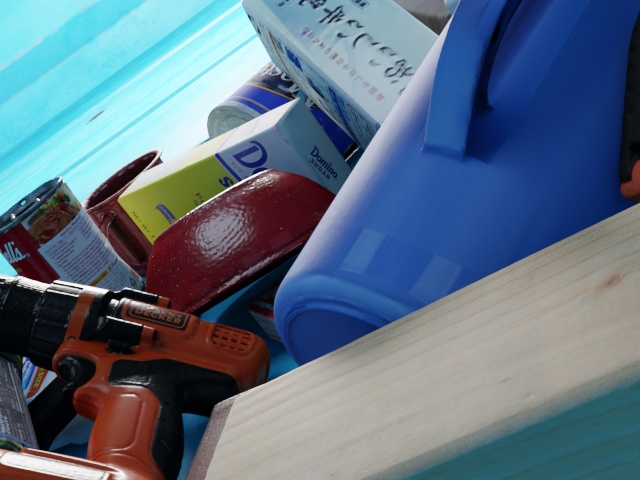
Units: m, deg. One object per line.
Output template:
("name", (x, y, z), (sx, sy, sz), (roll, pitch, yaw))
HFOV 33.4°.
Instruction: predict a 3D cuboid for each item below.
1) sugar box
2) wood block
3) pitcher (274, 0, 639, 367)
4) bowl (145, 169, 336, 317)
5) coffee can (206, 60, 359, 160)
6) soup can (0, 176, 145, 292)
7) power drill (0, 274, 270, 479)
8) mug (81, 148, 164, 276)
("sugar box", (-0.060, -0.031, 0.790), (0.177, 0.093, 0.048), (-19, 26, 41))
("wood block", (0.070, 0.067, 0.339), (0.206, 0.090, 0.090), (-29, 20, 22))
("pitcher", (0.082, -0.037, 0.474), (0.242, 0.149, 0.145), (-54, 13, -29))
("bowl", (-0.054, 0.001, 0.686), (0.162, 0.055, 0.162), (-32, -1, -1))
("coffee can", (-0.008, -0.108, 0.866), (0.140, 0.102, 0.103), (-46, 21, -26))
("soup can", (-0.184, 0.014, 0.775), (0.068, 0.102, 0.068), (-32, 19, 12))
("power drill", (-0.125, 0.082, 0.535), (0.187, 0.184, 0.057), (-77, -1, -63))
("mug", (-0.158, -0.016, 0.940), (0.093, 0.081, 0.117), (-26, 21, 28))
